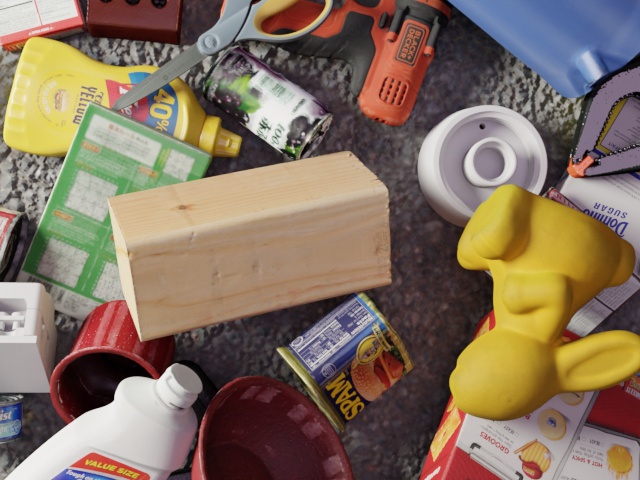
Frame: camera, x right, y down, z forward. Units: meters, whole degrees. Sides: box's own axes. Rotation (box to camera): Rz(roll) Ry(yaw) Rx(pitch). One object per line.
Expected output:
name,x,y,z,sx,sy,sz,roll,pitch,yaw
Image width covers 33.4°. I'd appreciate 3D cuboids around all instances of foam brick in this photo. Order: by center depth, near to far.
foam brick,-0.156,-0.199,0.904,0.078,0.051,0.053,4,87,-4

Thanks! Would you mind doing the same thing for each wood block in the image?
wood block,-0.056,0.000,0.854,0.205,0.091,0.090,-12,118,-15

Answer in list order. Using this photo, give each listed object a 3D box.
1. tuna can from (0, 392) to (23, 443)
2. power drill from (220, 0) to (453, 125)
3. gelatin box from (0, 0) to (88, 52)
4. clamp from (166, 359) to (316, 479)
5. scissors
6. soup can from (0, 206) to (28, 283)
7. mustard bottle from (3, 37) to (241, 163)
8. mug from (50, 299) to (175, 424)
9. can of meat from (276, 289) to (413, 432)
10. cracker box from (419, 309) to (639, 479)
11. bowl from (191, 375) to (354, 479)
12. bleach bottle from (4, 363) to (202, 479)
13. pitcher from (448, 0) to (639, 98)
tuna can,-0.285,0.144,0.866,0.086,0.086,0.034,1,89,-4
power drill,0.020,-0.211,0.914,0.187,0.057,0.184,20,86,-3
gelatin box,-0.246,-0.214,0.909,0.073,0.030,0.089,-16,89,-3
clamp,-0.069,0.174,0.905,0.171,0.039,0.120,14,92,-10
scissors,-0.089,-0.181,0.869,0.201,0.016,0.096,-19,92,-4
soup can,-0.301,-0.005,0.879,0.102,0.068,0.068,17,87,-3
mustard bottle,-0.161,-0.102,0.897,0.191,0.058,0.096,14,89,-4
mug,-0.167,0.111,0.871,0.093,0.081,0.117,18,119,-7
can of meat,0.023,0.099,0.884,0.084,0.102,0.057,-39,53,-8
cracker box,0.178,0.178,0.866,0.164,0.072,0.213,27,60,-2
bowl,-0.046,0.191,0.836,0.055,0.161,0.162,-34,91,35
bleach bottle,-0.183,0.182,0.830,0.102,0.068,0.251,38,112,-12
pitcher,0.153,-0.238,0.861,0.242,0.149,0.145,31,91,-21
